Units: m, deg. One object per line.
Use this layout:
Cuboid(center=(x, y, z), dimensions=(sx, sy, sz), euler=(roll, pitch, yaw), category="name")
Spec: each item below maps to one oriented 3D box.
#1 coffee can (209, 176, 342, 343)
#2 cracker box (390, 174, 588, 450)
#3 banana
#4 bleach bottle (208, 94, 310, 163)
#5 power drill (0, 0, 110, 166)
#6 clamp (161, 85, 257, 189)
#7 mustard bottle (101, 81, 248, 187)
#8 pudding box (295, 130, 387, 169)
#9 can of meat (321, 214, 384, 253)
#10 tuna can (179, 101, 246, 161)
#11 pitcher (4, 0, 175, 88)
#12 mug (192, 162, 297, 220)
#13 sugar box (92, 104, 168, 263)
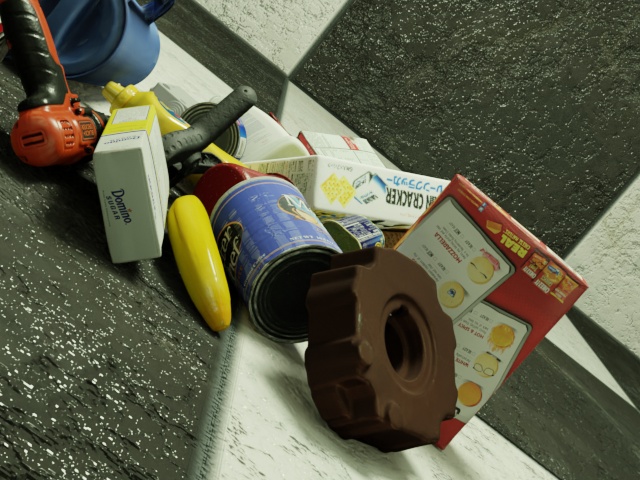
Cuboid(center=(-0.038, 0.016, 0.997), dimensions=(0.102, 0.103, 0.140), euler=(32, 13, -34), category="coffee can")
Cuboid(center=(0.126, 0.067, 1.042), dimensions=(0.164, 0.214, 0.072), euler=(40, 9, 2), category="cracker box")
Cuboid(center=(-0.107, 0.006, 0.935), dimensions=(0.069, 0.037, 0.198), euler=(61, 2, -27), category="banana")
Cuboid(center=(-0.100, -0.143, 1.448), dimensions=(0.068, 0.102, 0.251), euler=(58, -2, -36), category="bleach bottle")
Cuboid(center=(-0.234, -0.157, 0.931), dimensions=(0.184, 0.057, 0.187), euler=(-58, 133, -81), category="power drill")
Cuboid(center=(-0.138, -0.081, 1.072), dimensions=(0.039, 0.120, 0.171), euler=(42, 54, 18), category="clamp")
Cuboid(center=(-0.167, -0.113, 1.204), dimensions=(0.191, 0.058, 0.096), euler=(38, -4, 0), category="mustard bottle")
Cuboid(center=(0.028, -0.102, 1.417), dimensions=(0.113, 0.039, 0.090), euler=(3, 39, -32), category="pudding box")
Cuboid(center=(0.014, 0.023, 1.111), dimensions=(0.057, 0.102, 0.083), euler=(41, 21, 13), category="can of meat")
Cuboid(center=(-0.134, -0.124, 1.298), dimensions=(0.086, 0.086, 0.033), euler=(42, 9, 11), category="tuna can")
Cuboid(center=(-0.249, -0.242, 1.216), dimensions=(0.149, 0.145, 0.243), euler=(19, 4, 3), category="pitcher")
Cuboid(center=(-0.089, -0.035, 1.109), dimensions=(0.117, 0.093, 0.081), euler=(9, -4, 36), category="mug")
Cuboid(center=(-0.158, -0.053, 0.905), dimensions=(0.176, 0.048, 0.093), euler=(-100, -177, -72), category="sugar box")
